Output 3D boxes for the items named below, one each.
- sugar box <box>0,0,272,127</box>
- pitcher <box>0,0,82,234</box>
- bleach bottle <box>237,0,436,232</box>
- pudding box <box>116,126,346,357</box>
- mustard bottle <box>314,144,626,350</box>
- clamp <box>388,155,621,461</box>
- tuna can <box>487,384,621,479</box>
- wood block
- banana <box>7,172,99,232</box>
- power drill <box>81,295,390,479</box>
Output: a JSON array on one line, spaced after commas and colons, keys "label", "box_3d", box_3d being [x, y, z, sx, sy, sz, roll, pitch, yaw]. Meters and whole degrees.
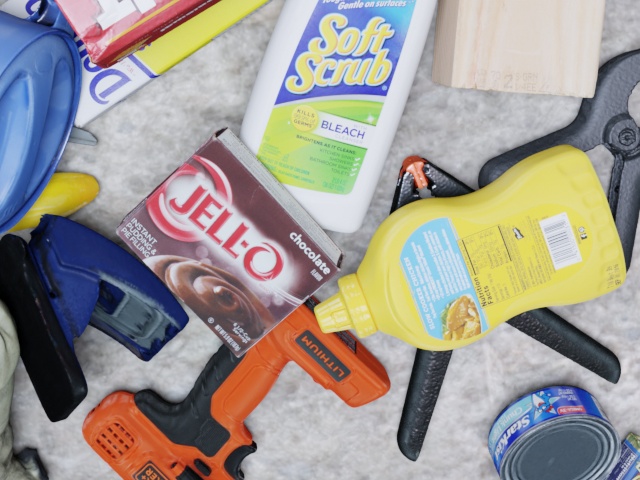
[{"label": "sugar box", "box_3d": [-0.109, -0.158, 0.687, 0.176, 0.048, 0.093, -34, 99, 5]}, {"label": "pitcher", "box_3d": [-0.271, -0.114, 0.634, 0.243, 0.149, 0.145, 24, 133, 7]}, {"label": "bleach bottle", "box_3d": [0.015, -0.134, 0.656, 0.102, 0.068, 0.251, 15, 112, -4]}, {"label": "pudding box", "box_3d": [-0.054, 0.001, 0.656, 0.090, 0.039, 0.113, -41, 99, 20]}, {"label": "mustard bottle", "box_3d": [0.088, 0.016, 0.673, 0.191, 0.058, 0.096, -21, 105, 1]}, {"label": "clamp", "box_3d": [0.091, 0.045, 0.730, 0.164, 0.036, 0.210, -29, 103, 4]}, {"label": "tuna can", "box_3d": [0.159, 0.140, 0.733, 0.086, 0.034, 0.086, -6, 127, -8]}, {"label": "wood block", "box_3d": [0.127, -0.196, 0.657, 0.090, 0.091, 0.206, 4, 100, -2]}, {"label": "banana", "box_3d": [-0.247, -0.038, 0.692, 0.197, 0.037, 0.069, 16, 69, -12]}, {"label": "power drill", "box_3d": [-0.043, 0.135, 0.735, 0.188, 0.057, 0.184, -43, 98, 7]}]
